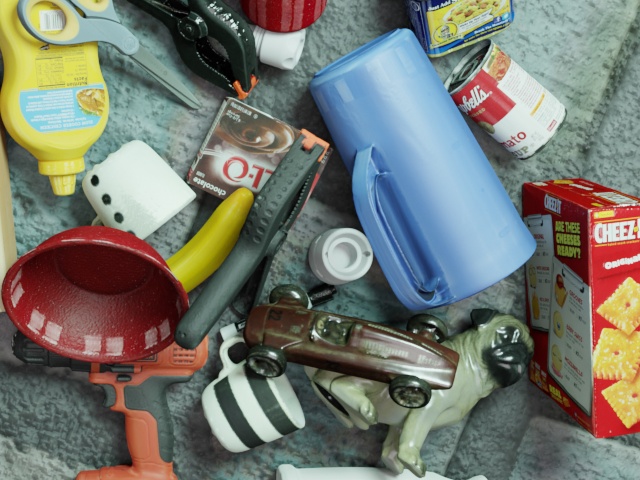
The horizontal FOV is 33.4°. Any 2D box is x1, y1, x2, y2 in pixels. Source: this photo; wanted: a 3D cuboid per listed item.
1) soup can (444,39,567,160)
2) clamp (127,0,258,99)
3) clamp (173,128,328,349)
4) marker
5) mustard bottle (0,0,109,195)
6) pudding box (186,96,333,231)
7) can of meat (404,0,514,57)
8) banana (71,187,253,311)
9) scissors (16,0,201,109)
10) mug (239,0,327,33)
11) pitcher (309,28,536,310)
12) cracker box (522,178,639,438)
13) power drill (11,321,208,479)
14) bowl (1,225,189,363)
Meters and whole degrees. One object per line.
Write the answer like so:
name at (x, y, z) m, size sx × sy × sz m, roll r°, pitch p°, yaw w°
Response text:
soup can at (0.176, -0.133, 1.016) m, size 0.102 × 0.068 × 0.068 m, roll 38°, pitch 94°, yaw -14°
clamp at (-0.107, -0.205, 0.950) m, size 0.171 × 0.120 × 0.039 m, roll 44°, pitch 52°, yaw -17°
clamp at (-0.056, 0.001, 0.943) m, size 0.036 × 0.164 × 0.210 m, roll 31°, pitch 111°, yaw 8°
marker at (-0.040, 0.071, 1.051) m, size 0.121 × 0.020 × 0.020 m, roll -24°, pitch 104°, yaw -3°
mustard bottle at (-0.238, -0.136, 0.955) m, size 0.096 × 0.058 × 0.192 m, roll -12°, pitch 106°, yaw -35°
pudding box at (-0.058, -0.073, 1.009) m, size 0.113 × 0.039 × 0.090 m, roll 26°, pitch 98°, yaw -12°
can of meat at (0.127, -0.224, 0.976) m, size 0.102 × 0.057 × 0.084 m, roll -21°, pitch 145°, yaw 1°
banana at (-0.135, 0.022, 1.003) m, size 0.198 × 0.037 × 0.069 m, roll -32°, pitch 147°, yaw 7°
scissors at (-0.189, -0.167, 0.940) m, size 0.096 × 0.016 × 0.201 m, roll -46°, pitch 124°, yaw -22°
mug at (-0.044, -0.240, 0.943) m, size 0.117 × 0.081 × 0.093 m, roll 9°, pitch 63°, yaw 2°
pitcher at (0.085, -0.062, 0.982) m, size 0.145 × 0.149 × 0.243 m, roll -30°, pitch 101°, yaw -1°
cracker box at (0.256, 0.057, 1.018) m, size 0.072 × 0.164 × 0.214 m, roll -6°, pitch 102°, yaw -9°
power drill at (-0.203, 0.166, 1.027) m, size 0.184 × 0.057 × 0.188 m, roll 2°, pitch 101°, yaw -9°
bowl at (-0.194, 0.038, 0.941) m, size 0.162 × 0.055 × 0.162 m, roll 0°, pitch 135°, yaw 0°
